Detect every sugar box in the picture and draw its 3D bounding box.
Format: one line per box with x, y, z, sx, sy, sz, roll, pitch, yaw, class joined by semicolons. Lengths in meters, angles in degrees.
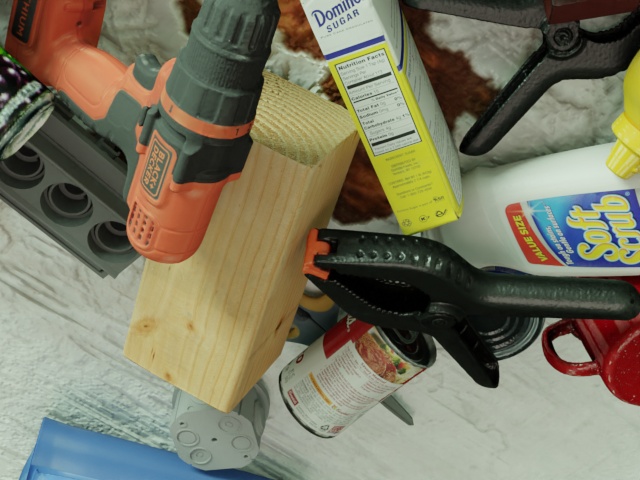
0.039;-0.099;0.656;0.048;0.093;0.176;-19;121;17;sugar box

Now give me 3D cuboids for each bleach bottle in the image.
0.181;-0.014;0.727;0.251;0.068;0.102;-9;123;13;bleach bottle

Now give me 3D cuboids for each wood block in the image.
-0.054;0.001;0.717;0.090;0.090;0.206;28;124;12;wood block

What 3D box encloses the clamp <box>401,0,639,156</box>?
0.145;-0.120;0.665;0.171;0.039;0.120;-10;123;11;clamp

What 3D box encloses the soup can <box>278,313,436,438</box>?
0.026;0.093;0.789;0.068;0.068;0.102;38;117;-21;soup can

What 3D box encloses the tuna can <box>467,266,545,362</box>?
0.123;0.049;0.792;0.086;0.033;0.086;2;126;2;tuna can

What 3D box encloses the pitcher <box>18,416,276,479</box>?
-0.132;0.234;0.882;0.242;0.149;0.145;14;112;-10;pitcher

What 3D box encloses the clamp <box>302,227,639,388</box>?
0.089;0.036;0.696;0.209;0.036;0.165;25;144;-26;clamp

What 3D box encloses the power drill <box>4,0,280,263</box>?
-0.107;-0.106;0.613;0.057;0.188;0.185;-12;139;-43;power drill

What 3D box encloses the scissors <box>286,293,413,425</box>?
0.021;0.073;0.828;0.201;0.016;0.096;31;122;-18;scissors
